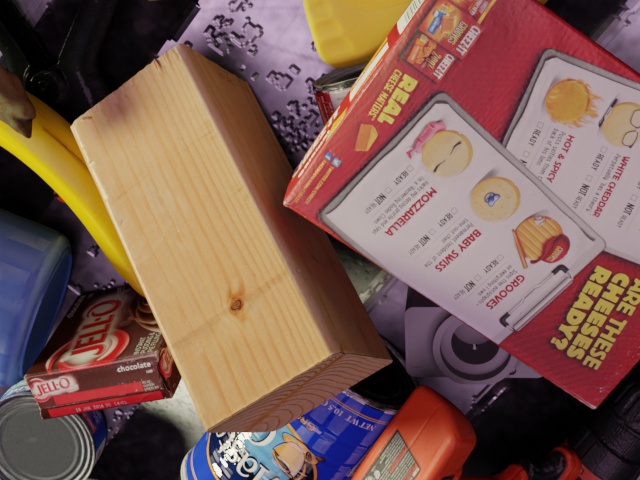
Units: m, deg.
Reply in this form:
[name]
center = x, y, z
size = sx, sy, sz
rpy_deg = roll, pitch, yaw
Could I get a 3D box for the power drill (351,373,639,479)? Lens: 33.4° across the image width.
[power drill]
center = 0.125, 0.147, 0.684
size = 0.187, 0.057, 0.185
rpy_deg = 17, 113, -33

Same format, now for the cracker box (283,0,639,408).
[cracker box]
center = 0.113, -0.034, 0.589
size = 0.213, 0.072, 0.164
rpy_deg = 33, 109, -9

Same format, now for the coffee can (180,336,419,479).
[coffee can]
center = -0.014, 0.127, 0.712
size = 0.103, 0.102, 0.140
rpy_deg = 34, 110, -5

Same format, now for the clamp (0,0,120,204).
[clamp]
center = -0.180, -0.110, 0.685
size = 0.120, 0.039, 0.171
rpy_deg = 15, 115, 18

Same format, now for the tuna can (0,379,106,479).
[tuna can]
center = -0.201, 0.143, 0.780
size = 0.086, 0.033, 0.086
rpy_deg = 2, 110, 7

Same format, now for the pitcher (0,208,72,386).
[pitcher]
center = -0.290, -0.002, 0.700
size = 0.242, 0.145, 0.149
rpy_deg = 20, 123, -4

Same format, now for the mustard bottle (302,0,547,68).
[mustard bottle]
center = 0.083, -0.169, 0.617
size = 0.192, 0.058, 0.096
rpy_deg = -13, 88, 11

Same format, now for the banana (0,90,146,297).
[banana]
center = -0.165, -0.042, 0.675
size = 0.197, 0.037, 0.070
rpy_deg = 41, 142, -10

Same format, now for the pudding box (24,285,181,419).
[pudding box]
center = -0.131, 0.068, 0.702
size = 0.090, 0.113, 0.039
rpy_deg = -10, 111, 11

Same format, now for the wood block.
[wood block]
center = -0.055, 0.001, 0.630
size = 0.091, 0.090, 0.206
rpy_deg = -33, 70, 16
